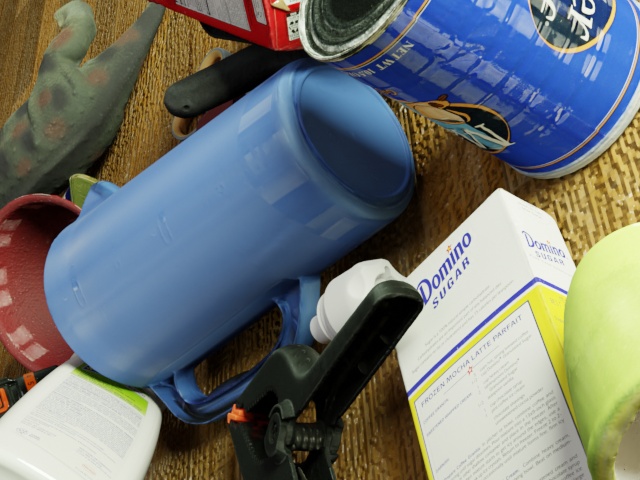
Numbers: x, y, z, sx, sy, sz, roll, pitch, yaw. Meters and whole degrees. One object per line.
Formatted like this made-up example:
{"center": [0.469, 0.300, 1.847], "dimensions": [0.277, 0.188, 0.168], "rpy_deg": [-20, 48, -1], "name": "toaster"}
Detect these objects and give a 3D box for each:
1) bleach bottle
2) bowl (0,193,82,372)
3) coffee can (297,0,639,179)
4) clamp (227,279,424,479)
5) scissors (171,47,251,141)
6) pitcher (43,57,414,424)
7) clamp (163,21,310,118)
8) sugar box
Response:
{"center": [-0.146, 0.127, 0.700], "dimensions": [0.068, 0.102, 0.250], "rpy_deg": [-56, 1, 15], "name": "bleach bottle"}
{"center": [-0.211, 0.036, 0.903], "dimensions": [0.162, 0.055, 0.162], "rpy_deg": [7, 104, 28], "name": "bowl"}
{"center": [0.075, -0.103, 0.511], "dimensions": [0.103, 0.140, 0.103], "rpy_deg": [-36, 41, 40], "name": "coffee can"}
{"center": [-0.008, 0.113, 0.563], "dimensions": [0.210, 0.036, 0.164], "rpy_deg": [156, 124, -66], "name": "clamp"}
{"center": [-0.066, -0.130, 0.874], "dimensions": [0.202, 0.016, 0.096], "rpy_deg": [-13, 59, 54], "name": "scissors"}
{"center": [-0.054, 0.001, 0.674], "dimensions": [0.243, 0.149, 0.145], "rpy_deg": [-34, 28, 38], "name": "pitcher"}
{"center": [-0.020, -0.124, 0.688], "dimensions": [0.172, 0.039, 0.120], "rpy_deg": [-4, 47, 24], "name": "clamp"}
{"center": [0.085, 0.069, 0.473], "dimensions": [0.093, 0.048, 0.176], "rpy_deg": [-47, 32, 30], "name": "sugar box"}
